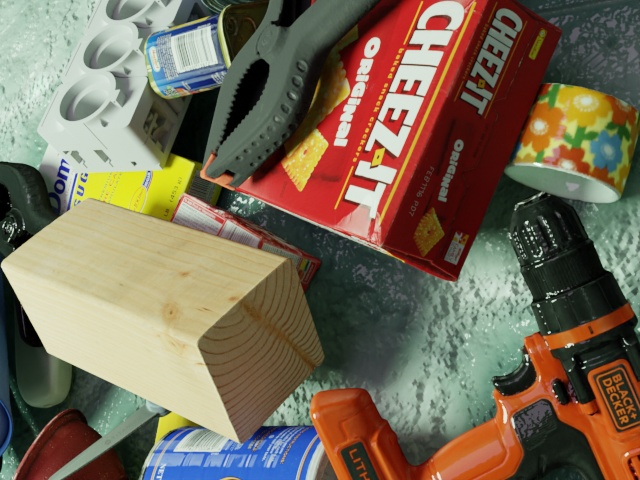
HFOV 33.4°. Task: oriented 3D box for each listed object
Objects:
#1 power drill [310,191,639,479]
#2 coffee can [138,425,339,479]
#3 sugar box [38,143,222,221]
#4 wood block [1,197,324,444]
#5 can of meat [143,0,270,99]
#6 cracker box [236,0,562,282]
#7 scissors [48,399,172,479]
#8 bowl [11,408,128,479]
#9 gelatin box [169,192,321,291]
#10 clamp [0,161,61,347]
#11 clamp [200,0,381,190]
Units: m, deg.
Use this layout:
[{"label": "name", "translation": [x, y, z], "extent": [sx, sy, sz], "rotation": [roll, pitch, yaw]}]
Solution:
[{"label": "power drill", "translation": [0.093, 0.087, 0.602], "extent": [0.188, 0.057, 0.184], "rotation": [-24, 86, 11]}, {"label": "coffee can", "translation": [-0.034, 0.171, 0.694], "extent": [0.141, 0.102, 0.103], "rotation": [-7, 73, 33]}, {"label": "sugar box", "translation": [-0.164, -0.041, 0.877], "extent": [0.176, 0.048, 0.093], "rotation": [22, 91, 36]}, {"label": "wood block", "translation": [-0.111, 0.047, 0.730], "extent": [0.206, 0.091, 0.090], "rotation": [15, 45, 39]}, {"label": "can of meat", "translation": [-0.071, -0.144, 0.805], "extent": [0.084, 0.101, 0.057], "rotation": [-6, 102, 36]}, {"label": "cracker box", "translation": [0.033, -0.083, 0.696], "extent": [0.214, 0.072, 0.164], "rotation": [24, 91, 57]}, {"label": "scissors", "translation": [-0.112, 0.099, 0.762], "extent": [0.201, 0.016, 0.096], "rotation": [-24, 42, -8]}, {"label": "bowl", "translation": [-0.182, 0.208, 0.777], "extent": [0.055, 0.162, 0.162], "rotation": [15, 86, 8]}, {"label": "gelatin box", "translation": [-0.055, 0.001, 0.773], "extent": [0.089, 0.073, 0.030], "rotation": [29, 94, 37]}, {"label": "clamp", "translation": [-0.235, -0.012, 0.874], "extent": [0.120, 0.039, 0.171], "rotation": [-42, 64, 25]}, {"label": "clamp", "translation": [-0.023, -0.133, 0.705], "extent": [0.210, 0.036, 0.165], "rotation": [-57, 34, 15]}]
